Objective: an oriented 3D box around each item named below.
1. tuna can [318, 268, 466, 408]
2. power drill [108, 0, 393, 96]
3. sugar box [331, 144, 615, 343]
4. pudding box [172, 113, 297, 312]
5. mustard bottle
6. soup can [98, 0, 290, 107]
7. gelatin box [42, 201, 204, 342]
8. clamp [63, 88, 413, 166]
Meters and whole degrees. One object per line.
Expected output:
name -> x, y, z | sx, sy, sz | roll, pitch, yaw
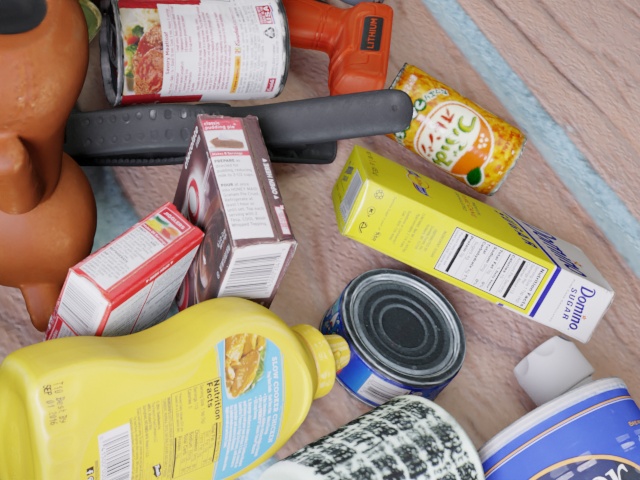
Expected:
tuna can -> 0.044, 0.059, 0.646 | 0.086, 0.034, 0.086 | 15, 47, -17
power drill -> -0.046, -0.141, 0.740 | 0.187, 0.057, 0.184 | 19, 45, -8
sugar box -> 0.096, 0.000, 0.694 | 0.176, 0.048, 0.093 | 21, 17, -10
pudding box -> -0.054, 0.001, 0.584 | 0.039, 0.114, 0.090 | -2, 54, -25
mustard bottle -> -0.061, 0.079, 0.528 | 0.191, 0.096, 0.058 | -14, 26, -38
soup can -> -0.076, -0.116, 0.637 | 0.102, 0.069, 0.068 | -5, 55, -19
gelatin box -> -0.104, 0.031, 0.547 | 0.030, 0.089, 0.073 | 41, 45, 9
clamp -> -0.062, -0.063, 0.652 | 0.210, 0.165, 0.036 | -4, 87, -8
